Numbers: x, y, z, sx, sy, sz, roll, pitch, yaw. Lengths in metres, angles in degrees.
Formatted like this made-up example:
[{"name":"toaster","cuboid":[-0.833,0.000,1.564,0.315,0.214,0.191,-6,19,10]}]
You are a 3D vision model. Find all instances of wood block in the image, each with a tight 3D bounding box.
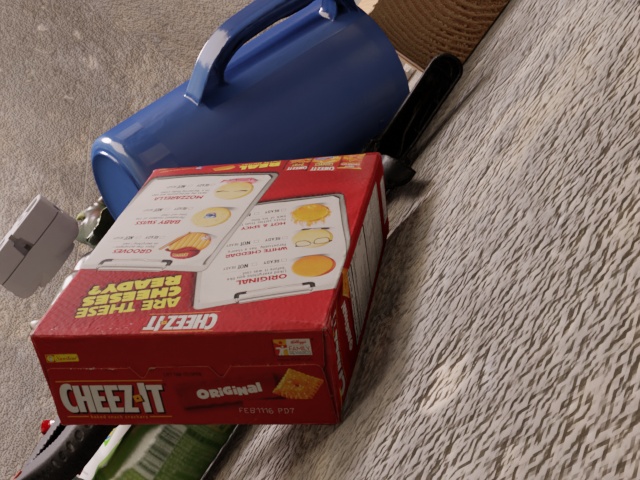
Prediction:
[{"name":"wood block","cuboid":[0.091,-0.209,0.965,0.091,0.090,0.206,-55,9,10]}]

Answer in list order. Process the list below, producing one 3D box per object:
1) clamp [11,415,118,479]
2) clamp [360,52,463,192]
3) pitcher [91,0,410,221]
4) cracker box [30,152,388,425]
[{"name":"clamp","cuboid":[-0.151,0.106,0.774,0.210,0.036,0.164,-48,15,17]},{"name":"clamp","cuboid":[0.045,-0.054,0.801,0.120,0.039,0.172,-57,1,-40]},{"name":"pitcher","cuboid":[-0.057,-0.096,0.845,0.242,0.149,0.145,-34,7,-25]},{"name":"cracker box","cuboid":[-0.052,0.024,0.647,0.213,0.164,0.072,-70,-26,-59]}]
